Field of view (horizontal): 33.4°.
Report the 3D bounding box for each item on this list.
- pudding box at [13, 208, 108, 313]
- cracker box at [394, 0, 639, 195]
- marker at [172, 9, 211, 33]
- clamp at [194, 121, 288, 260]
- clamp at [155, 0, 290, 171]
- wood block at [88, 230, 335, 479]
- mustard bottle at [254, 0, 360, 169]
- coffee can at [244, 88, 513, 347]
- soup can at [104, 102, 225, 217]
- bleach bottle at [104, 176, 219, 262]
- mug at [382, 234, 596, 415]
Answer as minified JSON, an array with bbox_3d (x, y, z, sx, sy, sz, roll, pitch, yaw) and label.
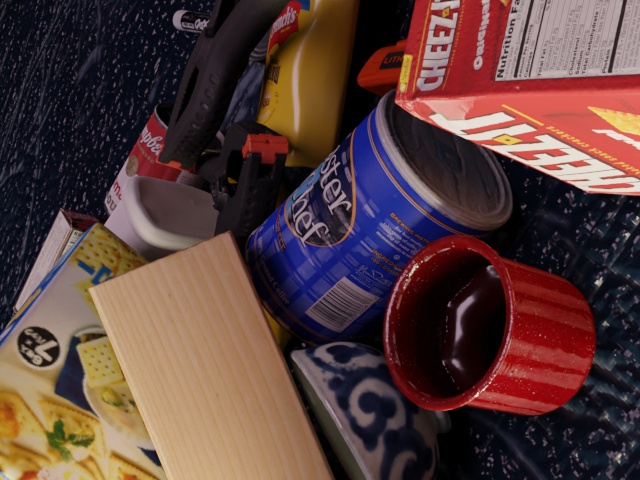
[{"bbox_3d":[-0.210,0.033,0.957,0.039,0.089,0.114,47,115,47],"label":"pudding box"},{"bbox_3d":[0.164,-0.065,0.469,0.214,0.163,0.072,7,81,52],"label":"cracker box"},{"bbox_3d":[-0.096,-0.192,0.951,0.121,0.020,0.020,23,96,52],"label":"marker"},{"bbox_3d":[-0.059,-0.023,0.757,0.172,0.039,0.120,146,116,-70],"label":"clamp"},{"bbox_3d":[-0.071,-0.145,0.778,0.164,0.036,0.210,-96,30,-49],"label":"clamp"},{"bbox_3d":[-0.060,0.107,0.655,0.090,0.090,0.206,162,85,-79],"label":"wood block"},{"bbox_3d":[-0.006,-0.150,0.764,0.096,0.058,0.192,-142,60,-68],"label":"mustard bottle"},{"bbox_3d":[0.034,-0.010,0.661,0.141,0.102,0.103,-44,47,33],"label":"coffee can"},{"bbox_3d":[-0.134,-0.057,0.913,0.102,0.068,0.068,-56,42,23],"label":"soup can"},{"bbox_3d":[-0.178,0.056,0.899,0.251,0.102,0.068,-47,51,30],"label":"bleach bottle"},{"bbox_3d":[0.087,0.051,0.590,0.117,0.081,0.093,-4,75,50],"label":"mug"}]
